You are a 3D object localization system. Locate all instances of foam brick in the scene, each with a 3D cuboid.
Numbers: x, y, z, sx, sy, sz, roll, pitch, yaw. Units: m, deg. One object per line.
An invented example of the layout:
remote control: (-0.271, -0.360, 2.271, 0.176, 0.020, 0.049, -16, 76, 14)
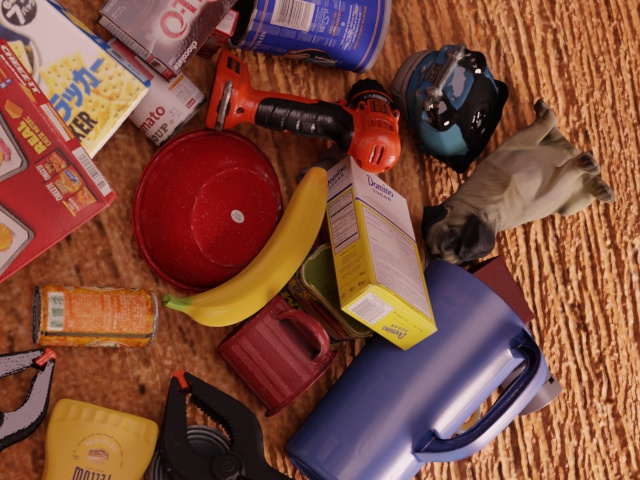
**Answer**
foam brick: (0.178, 0.064, 1.130, 0.053, 0.051, 0.078, -29, 92, -24)

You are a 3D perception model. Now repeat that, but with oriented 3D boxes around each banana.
banana: (-0.052, 0.017, 0.977, 0.197, 0.037, 0.069, -43, 128, -20)

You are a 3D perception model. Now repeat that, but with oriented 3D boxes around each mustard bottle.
mustard bottle: (-0.211, 0.241, 0.931, 0.096, 0.058, 0.191, 18, 75, -14)

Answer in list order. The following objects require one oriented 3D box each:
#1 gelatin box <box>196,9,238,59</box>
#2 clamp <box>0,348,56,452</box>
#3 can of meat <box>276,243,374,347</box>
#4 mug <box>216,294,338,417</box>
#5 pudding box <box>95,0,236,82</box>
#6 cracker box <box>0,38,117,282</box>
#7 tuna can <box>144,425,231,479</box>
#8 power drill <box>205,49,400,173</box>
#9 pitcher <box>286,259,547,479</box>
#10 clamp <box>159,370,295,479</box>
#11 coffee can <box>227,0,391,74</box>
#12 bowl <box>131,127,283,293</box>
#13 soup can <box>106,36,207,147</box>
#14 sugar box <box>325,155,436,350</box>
gelatin box: (-0.133, -0.215, 1.035, 0.089, 0.073, 0.030, 21, 73, -18)
clamp: (-0.302, 0.151, 0.920, 0.120, 0.039, 0.171, 41, 62, -16)
can of meat: (0.009, 0.053, 1.042, 0.102, 0.084, 0.057, 47, 67, -9)
mug: (-0.037, 0.101, 1.001, 0.081, 0.117, 0.093, 49, 48, -3)
pudding box: (-0.136, -0.216, 0.972, 0.090, 0.039, 0.113, 38, 76, -14)
cracker box: (-0.302, -0.040, 0.884, 0.214, 0.072, 0.164, -35, 100, 5)
tuna can: (-0.119, 0.214, 0.988, 0.086, 0.034, 0.086, 4, 79, -22)
power drill: (-0.014, -0.134, 1.045, 0.187, 0.184, 0.057, 12, 114, -7)
pitcher: (0.089, 0.149, 1.018, 0.145, 0.149, 0.242, 43, 76, -1)
clamp: (-0.072, 0.206, 0.946, 0.164, 0.036, 0.210, -15, 64, -20)
coffee can: (-0.013, -0.230, 1.072, 0.140, 0.103, 0.103, 8, 78, -21)
bowl: (-0.092, -0.025, 1.002, 0.161, 0.055, 0.162, -6, 101, -33)
soup can: (-0.166, -0.146, 1.013, 0.102, 0.069, 0.068, 44, 68, -11)
sugar box: (0.052, 0.009, 1.005, 0.093, 0.048, 0.176, 36, 28, -34)
